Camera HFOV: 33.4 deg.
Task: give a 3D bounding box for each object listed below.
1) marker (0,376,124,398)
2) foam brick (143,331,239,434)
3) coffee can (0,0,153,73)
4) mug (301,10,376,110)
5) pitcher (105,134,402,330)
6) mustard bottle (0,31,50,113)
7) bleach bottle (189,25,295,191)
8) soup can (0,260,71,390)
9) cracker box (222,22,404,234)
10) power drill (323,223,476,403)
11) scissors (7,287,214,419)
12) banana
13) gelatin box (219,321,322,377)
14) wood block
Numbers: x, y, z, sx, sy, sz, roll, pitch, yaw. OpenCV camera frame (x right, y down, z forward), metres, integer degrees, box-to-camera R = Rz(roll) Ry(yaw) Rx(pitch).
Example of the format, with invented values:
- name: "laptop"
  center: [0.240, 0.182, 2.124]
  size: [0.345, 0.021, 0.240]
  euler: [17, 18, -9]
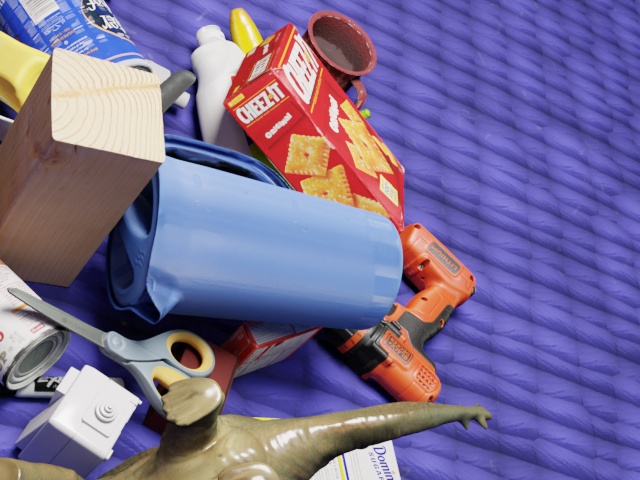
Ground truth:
- name: "marker"
  center: [-0.222, 0.122, 0.885]
  size: [0.120, 0.020, 0.020]
  euler: [7, 56, -33]
- name: "foam brick"
  center: [-0.113, 0.132, 0.936]
  size: [0.051, 0.053, 0.078]
  euler: [31, 45, -15]
- name: "coffee can"
  center: [-0.243, -0.192, 1.036]
  size: [0.102, 0.103, 0.140]
  euler: [-26, 77, -45]
- name: "mug"
  center: [0.012, -0.197, 1.244]
  size: [0.093, 0.082, 0.117]
  euler: [-23, 75, -44]
- name: "pitcher"
  center: [-0.056, 0.001, 0.929]
  size: [0.242, 0.145, 0.149]
  euler: [11, 95, -27]
- name: "mustard bottle"
  center: [-0.303, -0.165, 0.967]
  size: [0.192, 0.096, 0.058]
  euler: [30, 81, 28]
- name: "bleach bottle"
  center: [-0.090, -0.124, 1.127]
  size: [0.102, 0.068, 0.251]
  euler: [10, 51, -49]
- name: "soup can"
  center: [-0.258, 0.061, 0.853]
  size: [0.102, 0.069, 0.068]
  euler: [42, 43, 14]
- name: "cracker box"
  center: [0.002, -0.106, 1.109]
  size: [0.213, 0.072, 0.164]
  euler: [50, 20, -19]
- name: "power drill"
  center: [0.075, 0.064, 1.124]
  size: [0.184, 0.057, 0.187]
  euler: [45, 47, -6]
- name: "scissors"
  center: [-0.157, 0.077, 0.869]
  size: [0.201, 0.016, 0.096]
  euler: [44, 36, -17]
- name: "banana"
  center: [-0.037, -0.178, 1.208]
  size: [0.198, 0.070, 0.037]
  euler: [38, 12, 1]
- name: "gelatin box"
  center: [-0.051, 0.094, 0.995]
  size: [0.089, 0.073, 0.030]
  euler: [-15, 68, -41]
- name: "wood block"
  center: [-0.214, -0.053, 0.882]
  size: [0.090, 0.206, 0.090]
  euler: [12, 54, -30]
